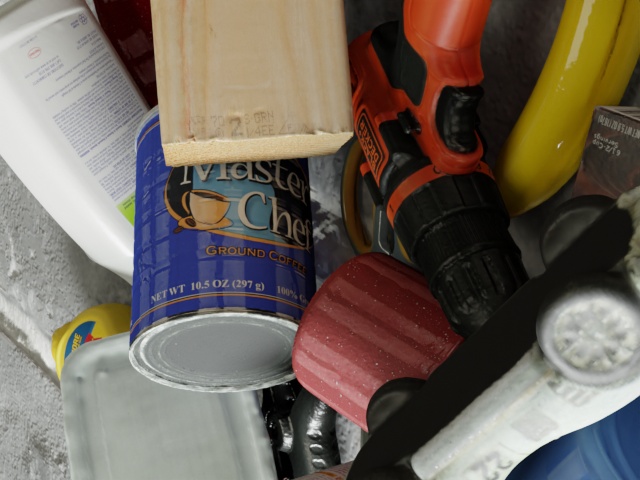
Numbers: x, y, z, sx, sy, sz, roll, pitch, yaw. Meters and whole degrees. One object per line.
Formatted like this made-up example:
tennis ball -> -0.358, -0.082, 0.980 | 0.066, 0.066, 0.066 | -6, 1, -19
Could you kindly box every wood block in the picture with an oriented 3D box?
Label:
wood block -> -0.040, -0.145, 0.521 | 0.091, 0.090, 0.206 | 155, 111, -84

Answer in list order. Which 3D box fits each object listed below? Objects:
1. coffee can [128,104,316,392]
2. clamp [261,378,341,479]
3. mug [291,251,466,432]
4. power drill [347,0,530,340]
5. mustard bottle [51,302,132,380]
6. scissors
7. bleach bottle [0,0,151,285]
coffee can -> -0.054, 0.001, 0.597 | 0.103, 0.102, 0.140 | -40, 45, 46
clamp -> -0.019, 0.103, 0.661 | 0.120, 0.039, 0.171 | 45, 133, 53
mug -> 0.041, 0.066, 0.539 | 0.082, 0.093, 0.117 | 30, 143, 31
power drill -> 0.063, -0.071, 0.452 | 0.188, 0.057, 0.184 | 107, 149, -48
mustard bottle -> -0.147, 0.098, 0.794 | 0.192, 0.058, 0.096 | 18, 111, 47
scissors -> 0.046, 0.040, 0.590 | 0.096, 0.016, 0.202 | 1, 98, 49
bleach bottle -> -0.134, -0.034, 0.673 | 0.068, 0.102, 0.250 | -8, 119, 46
